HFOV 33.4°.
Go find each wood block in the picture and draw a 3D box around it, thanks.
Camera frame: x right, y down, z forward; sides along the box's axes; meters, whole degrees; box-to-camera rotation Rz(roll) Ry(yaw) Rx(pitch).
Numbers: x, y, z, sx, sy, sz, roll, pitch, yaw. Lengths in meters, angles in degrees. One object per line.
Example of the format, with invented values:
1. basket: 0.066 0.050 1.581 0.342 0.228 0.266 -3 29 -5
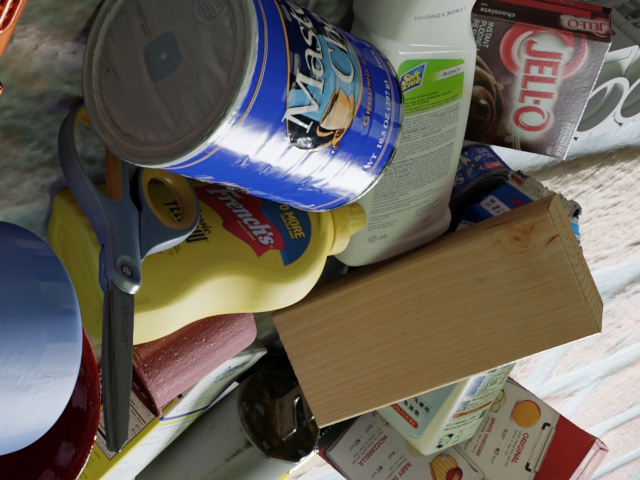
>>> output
1. wood block: 0.083 0.049 0.753 0.206 0.091 0.090 -22 -177 19

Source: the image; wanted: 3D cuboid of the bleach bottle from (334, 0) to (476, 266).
1. bleach bottle: 0.056 -0.094 0.666 0.102 0.068 0.251 -22 146 -27

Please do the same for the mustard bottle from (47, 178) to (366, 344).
1. mustard bottle: -0.054 0.000 0.627 0.191 0.096 0.058 -11 140 -33

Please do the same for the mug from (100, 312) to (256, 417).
1. mug: -0.099 0.041 0.673 0.081 0.093 0.117 -33 115 -18

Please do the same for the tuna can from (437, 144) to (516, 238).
1. tuna can: 0.114 -0.034 0.846 0.086 0.034 0.086 -28 150 -18

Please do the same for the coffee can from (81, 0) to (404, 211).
1. coffee can: -0.035 -0.075 0.544 0.103 0.103 0.140 -48 150 18

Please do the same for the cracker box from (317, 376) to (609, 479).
1. cracker box: 0.119 0.185 0.951 0.164 0.214 0.072 -55 148 0

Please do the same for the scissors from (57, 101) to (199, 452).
1. scissors: -0.084 0.016 0.520 0.016 0.202 0.096 -36 145 26

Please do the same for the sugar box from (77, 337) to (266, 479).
1. sugar box: -0.126 0.126 0.780 0.176 0.048 0.093 -46 167 9

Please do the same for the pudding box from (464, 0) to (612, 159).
1. pudding box: 0.133 -0.110 0.704 0.090 0.039 0.113 12 145 4
